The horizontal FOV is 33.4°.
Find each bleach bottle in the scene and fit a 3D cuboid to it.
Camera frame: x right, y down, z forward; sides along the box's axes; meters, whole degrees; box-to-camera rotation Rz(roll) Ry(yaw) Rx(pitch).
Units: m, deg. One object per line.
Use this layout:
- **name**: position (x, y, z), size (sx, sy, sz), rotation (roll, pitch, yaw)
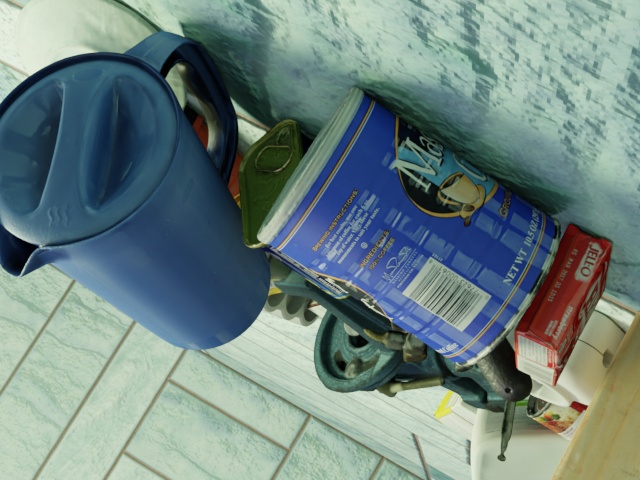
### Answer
- **bleach bottle**: position (0.192, 0.180, 0.983), size (0.103, 0.068, 0.250), rotation (-3, -176, 11)

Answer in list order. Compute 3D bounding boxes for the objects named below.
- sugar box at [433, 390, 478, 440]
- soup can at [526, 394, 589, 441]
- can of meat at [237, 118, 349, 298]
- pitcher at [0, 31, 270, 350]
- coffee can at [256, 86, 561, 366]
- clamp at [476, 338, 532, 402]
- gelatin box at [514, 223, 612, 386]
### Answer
- **sugar box**: position (0.193, 0.203, 1.231), size (0.093, 0.048, 0.176), rotation (31, 164, 4)
- **soup can**: position (0.223, 0.134, 0.833), size (0.102, 0.068, 0.068), rotation (31, 168, -1)
- **can of meat**: position (-0.005, -0.020, 0.719), size (0.083, 0.058, 0.102), rotation (35, -151, -33)
- **pitcher**: position (-0.112, -0.019, 0.735), size (0.242, 0.149, 0.145), rotation (58, -166, -62)
- **coffee can**: position (0.050, -0.007, 0.610), size (0.140, 0.102, 0.103), rotation (32, 168, -6)
- **clamp**: position (0.087, 0.019, 0.719), size (0.171, 0.039, 0.120), rotation (50, -159, -11)
- **gelatin box**: position (0.146, 0.041, 0.641), size (0.030, 0.073, 0.089), rotation (26, 166, 19)
